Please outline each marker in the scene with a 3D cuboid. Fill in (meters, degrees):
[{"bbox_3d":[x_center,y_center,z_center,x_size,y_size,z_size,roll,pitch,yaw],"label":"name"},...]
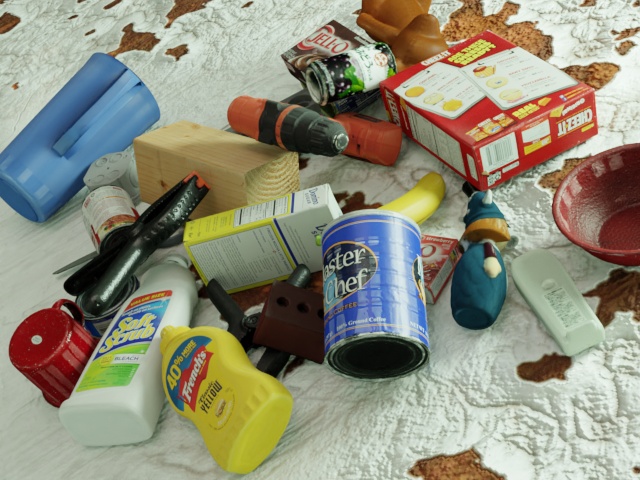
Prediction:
[{"bbox_3d":[0.184,-0.031,1.171,0.020,0.020,0.121,-26,38,0],"label":"marker"}]

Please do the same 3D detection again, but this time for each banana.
[{"bbox_3d":[0.085,-0.035,1.173,0.197,0.037,0.070,-27,36,-36],"label":"banana"}]

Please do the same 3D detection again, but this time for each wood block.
[{"bbox_3d":[-0.129,-0.078,1.316,0.206,0.091,0.090,19,34,39],"label":"wood block"}]

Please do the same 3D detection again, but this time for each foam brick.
[{"bbox_3d":[-0.024,0.084,1.102,0.078,0.051,0.053,17,47,-5],"label":"foam brick"}]

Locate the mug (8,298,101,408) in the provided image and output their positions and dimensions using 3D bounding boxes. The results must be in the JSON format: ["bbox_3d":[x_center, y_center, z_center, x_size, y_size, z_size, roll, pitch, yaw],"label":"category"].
[{"bbox_3d":[-0.292,0.119,1.201,0.093,0.081,0.117,-7,52,21],"label":"mug"}]

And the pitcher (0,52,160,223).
[{"bbox_3d":[-0.348,-0.145,1.504,0.145,0.149,0.242,26,64,29],"label":"pitcher"}]

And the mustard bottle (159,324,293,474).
[{"bbox_3d":[-0.110,0.142,1.080,0.192,0.058,0.096,40,105,43],"label":"mustard bottle"}]

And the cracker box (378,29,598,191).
[{"bbox_3d":[0.194,-0.156,1.257,0.164,0.072,0.214,-27,37,-13],"label":"cracker box"}]

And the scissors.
[{"bbox_3d":[-0.244,0.007,1.368,0.201,0.016,0.096,-35,39,-11],"label":"scissors"}]

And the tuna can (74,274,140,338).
[{"bbox_3d":[-0.252,0.075,1.281,0.086,0.033,0.086,-15,40,13],"label":"tuna can"}]

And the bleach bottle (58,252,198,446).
[{"bbox_3d":[-0.201,0.110,1.193,0.103,0.068,0.250,-8,40,19],"label":"bleach bottle"}]

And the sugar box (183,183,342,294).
[{"bbox_3d":[-0.058,0.001,1.210,0.176,0.093,0.048,-16,40,12],"label":"sugar box"}]

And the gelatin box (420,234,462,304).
[{"bbox_3d":[0.097,0.026,1.146,0.089,0.030,0.073,10,50,36],"label":"gelatin box"}]

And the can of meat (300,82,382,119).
[{"bbox_3d":[0.032,-0.209,1.428,0.084,0.057,0.102,-35,40,-8],"label":"can of meat"}]

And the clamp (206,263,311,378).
[{"bbox_3d":[-0.078,0.094,1.158,0.120,0.039,0.171,-8,42,19],"label":"clamp"}]

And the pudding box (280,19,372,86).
[{"bbox_3d":[0.012,-0.237,1.393,0.090,0.039,0.114,-36,41,-8],"label":"pudding box"}]

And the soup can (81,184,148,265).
[{"bbox_3d":[-0.256,-0.017,1.334,0.068,0.068,0.102,-30,41,-6],"label":"soup can"}]

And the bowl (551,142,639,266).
[{"bbox_3d":[0.316,-0.026,1.063,0.162,0.055,0.162,-15,40,13],"label":"bowl"}]

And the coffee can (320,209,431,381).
[{"bbox_3d":[0.053,0.055,1.053,0.103,0.102,0.140,-12,56,17],"label":"coffee can"}]

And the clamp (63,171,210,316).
[{"bbox_3d":[-0.207,0.004,1.220,0.210,0.036,0.165,-43,20,-5],"label":"clamp"}]

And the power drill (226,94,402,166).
[{"bbox_3d":[0.009,-0.127,1.257,0.185,0.187,0.057,23,102,43],"label":"power drill"}]
